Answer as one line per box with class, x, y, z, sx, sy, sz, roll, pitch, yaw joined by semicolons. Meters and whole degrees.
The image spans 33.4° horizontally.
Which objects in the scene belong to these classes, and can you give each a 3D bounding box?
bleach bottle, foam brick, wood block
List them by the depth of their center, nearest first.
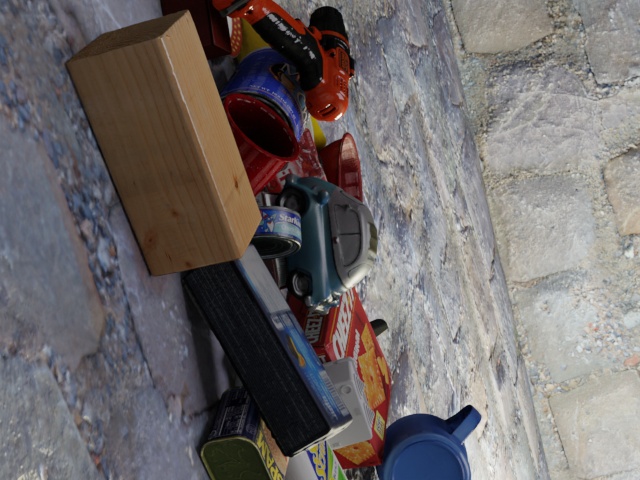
wood block;-0.132;-0.084;0.943;0.090;0.090;0.206;-69;144;-62
foam brick;-0.129;-0.229;1.109;0.053;0.051;0.078;10;71;-73
bleach bottle;-0.033;0.216;1.126;0.102;0.068;0.251;-75;147;-56

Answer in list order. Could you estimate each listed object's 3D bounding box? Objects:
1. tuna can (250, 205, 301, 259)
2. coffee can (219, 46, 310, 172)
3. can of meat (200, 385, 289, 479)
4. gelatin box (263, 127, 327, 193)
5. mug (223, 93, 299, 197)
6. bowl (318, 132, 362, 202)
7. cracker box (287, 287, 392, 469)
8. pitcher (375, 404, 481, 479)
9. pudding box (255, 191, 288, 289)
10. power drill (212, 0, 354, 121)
tuna can;-0.063;-0.007;1.126;0.086;0.086;0.034;39;44;-65
coffee can;-0.064;-0.143;1.178;0.140;0.103;0.103;-70;145;-59
can of meat;-0.069;0.202;1.028;0.084;0.057;0.102;-77;151;-58
gelatin box;-0.036;-0.083;1.277;0.030;0.073;0.089;-132;-159;-64
mug;-0.091;-0.091;1.068;0.117;0.082;0.093;23;34;-34
bowl;0.017;-0.065;1.453;0.162;0.055;0.162;-3;90;-77
cracker box;0.024;0.154;1.331;0.164;0.072;0.213;-78;152;-50
pitcher;0.144;0.293;1.409;0.243;0.145;0.149;63;28;-83
pudding box;-0.058;0.001;1.219;0.090;0.039;0.113;-3;84;-75
power drill;-0.033;-0.239;1.147;0.187;0.057;0.184;41;31;-34
